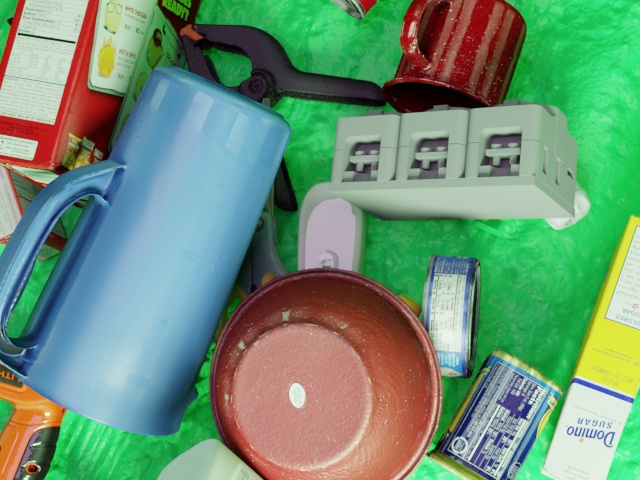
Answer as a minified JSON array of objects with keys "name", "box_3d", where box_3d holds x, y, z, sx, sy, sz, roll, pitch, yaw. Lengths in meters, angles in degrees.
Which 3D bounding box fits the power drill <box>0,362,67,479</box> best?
[{"name":"power drill","box_3d":[-0.269,0.176,0.819,0.184,0.057,0.187,12,84,12]}]

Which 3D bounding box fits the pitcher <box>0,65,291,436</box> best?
[{"name":"pitcher","box_3d":[-0.122,0.003,0.749,0.145,0.149,0.243,24,93,5]}]

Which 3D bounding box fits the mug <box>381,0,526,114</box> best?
[{"name":"mug","box_3d":[0.094,-0.136,0.772,0.093,0.117,0.081,9,74,42]}]

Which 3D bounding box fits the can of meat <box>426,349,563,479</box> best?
[{"name":"can of meat","box_3d":[0.117,0.123,0.715,0.057,0.102,0.084,30,83,8]}]

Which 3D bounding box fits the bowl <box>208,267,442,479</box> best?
[{"name":"bowl","box_3d":[-0.005,0.098,0.686,0.162,0.055,0.162,-1,88,16]}]

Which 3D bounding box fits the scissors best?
[{"name":"scissors","box_3d":[-0.055,0.001,0.808,0.096,0.016,0.202,-24,69,35]}]

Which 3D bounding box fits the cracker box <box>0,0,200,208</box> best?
[{"name":"cracker box","box_3d":[-0.167,-0.138,0.805,0.072,0.164,0.213,11,82,15]}]

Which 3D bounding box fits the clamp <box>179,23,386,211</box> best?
[{"name":"clamp","box_3d":[-0.035,-0.120,0.836,0.120,0.039,0.171,-40,79,-3]}]

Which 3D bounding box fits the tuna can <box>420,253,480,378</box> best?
[{"name":"tuna can","box_3d":[0.092,0.053,0.744,0.034,0.086,0.086,4,79,12]}]

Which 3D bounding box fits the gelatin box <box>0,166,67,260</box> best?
[{"name":"gelatin box","box_3d":[-0.240,-0.034,0.847,0.030,0.073,0.089,-25,74,6]}]
